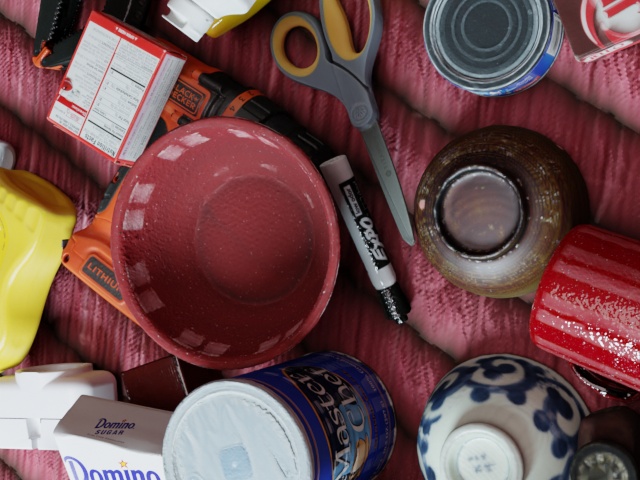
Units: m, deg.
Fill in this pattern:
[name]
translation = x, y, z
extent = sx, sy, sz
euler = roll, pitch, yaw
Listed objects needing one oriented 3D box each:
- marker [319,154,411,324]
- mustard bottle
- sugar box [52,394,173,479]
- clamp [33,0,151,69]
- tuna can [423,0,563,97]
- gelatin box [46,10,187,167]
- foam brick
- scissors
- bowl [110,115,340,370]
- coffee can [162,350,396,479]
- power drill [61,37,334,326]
[marker]
translation = 0.032, 0.001, 0.717
extent = 0.020, 0.020, 0.121
euler = -19, 102, 25
[mustard bottle]
translation = -0.257, 0.044, 0.851
extent = 0.096, 0.058, 0.192
euler = 33, 107, 39
[sugar box]
translation = -0.121, 0.194, 0.756
extent = 0.093, 0.048, 0.176
euler = 6, 128, 25
[clamp]
translation = -0.155, -0.218, 0.805
extent = 0.210, 0.036, 0.164
euler = -41, 76, 22
[tuna can]
translation = 0.110, -0.136, 0.684
extent = 0.086, 0.033, 0.086
euler = 1, 93, 25
[gelatin box]
translation = -0.145, -0.106, 0.754
extent = 0.073, 0.030, 0.089
euler = 31, 102, 25
[foam brick]
translation = -0.102, 0.123, 0.785
extent = 0.051, 0.052, 0.078
euler = -21, 82, 24
[scissors]
translation = 0.012, -0.088, 0.727
extent = 0.096, 0.016, 0.202
euler = -11, 78, 32
[bowl]
translation = -0.055, 0.001, 0.698
extent = 0.162, 0.055, 0.162
euler = 1, 93, 21
[coffee can]
translation = -0.022, 0.131, 0.698
extent = 0.103, 0.140, 0.103
euler = 1, 93, 25
[power drill]
translation = -0.096, -0.031, 0.775
extent = 0.185, 0.057, 0.188
euler = 34, 103, 24
